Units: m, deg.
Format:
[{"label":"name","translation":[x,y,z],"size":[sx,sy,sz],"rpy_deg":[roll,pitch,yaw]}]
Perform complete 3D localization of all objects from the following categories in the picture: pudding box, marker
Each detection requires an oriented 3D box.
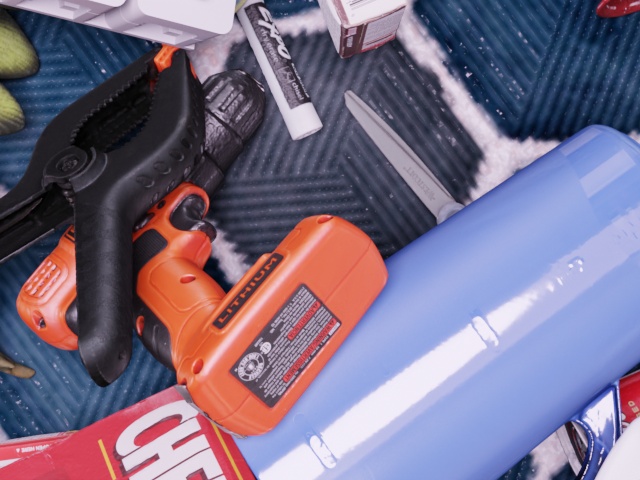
[{"label":"pudding box","translation":[0.008,-0.162,0.576],"size":[0.039,0.090,0.113],"rpy_deg":[-20,90,1]},{"label":"marker","translation":[-0.032,-0.115,0.608],"size":[0.020,0.020,0.121],"rpy_deg":[-25,89,-2]}]

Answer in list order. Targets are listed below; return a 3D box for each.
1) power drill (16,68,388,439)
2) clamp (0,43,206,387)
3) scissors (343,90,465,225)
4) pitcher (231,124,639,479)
[{"label":"power drill","translation":[-0.053,0.001,0.534],"size":[0.184,0.188,0.057],"rpy_deg":[-53,129,-9]},{"label":"clamp","translation":[-0.126,-0.022,0.525],"size":[0.165,0.036,0.209],"rpy_deg":[1,48,26]},{"label":"scissors","translation":[0.072,0.009,0.609],"size":[0.202,0.016,0.096],"rpy_deg":[34,88,0]},{"label":"pitcher","translation":[0.082,0.061,0.538],"size":[0.243,0.145,0.149],"rpy_deg":[-37,123,3]}]
